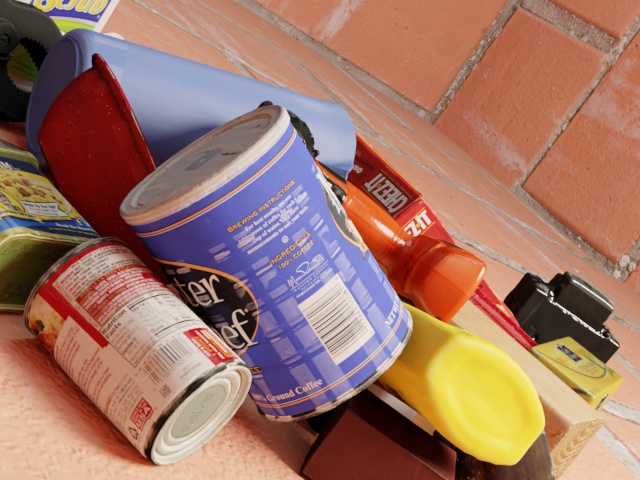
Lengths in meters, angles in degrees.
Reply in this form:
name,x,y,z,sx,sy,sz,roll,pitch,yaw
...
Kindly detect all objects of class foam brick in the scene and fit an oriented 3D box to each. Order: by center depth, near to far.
name,x,y,z,sx,sy,sz,roll,pitch,yaw
foam brick,0.035,0.132,0.634,0.078,0.051,0.053,36,13,2

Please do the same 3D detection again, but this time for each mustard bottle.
name,x,y,z,sx,sy,sz,roll,pitch,yaw
mustard bottle,0.052,0.072,0.674,0.096,0.058,0.192,43,-8,-27

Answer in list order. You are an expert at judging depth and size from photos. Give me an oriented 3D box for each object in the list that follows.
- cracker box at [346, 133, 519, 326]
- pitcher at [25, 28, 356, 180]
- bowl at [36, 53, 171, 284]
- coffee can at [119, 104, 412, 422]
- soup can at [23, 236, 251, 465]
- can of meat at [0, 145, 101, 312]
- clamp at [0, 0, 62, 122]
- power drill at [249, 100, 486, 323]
name,x,y,z,sx,sy,sz,roll,pitch,yaw
cracker box,0.089,0.006,1.056,0.213,0.072,0.164,50,-1,-38
pitcher,-0.107,-0.081,0.853,0.242,0.149,0.145,16,48,-34
bowl,-0.137,-0.033,0.675,0.162,0.055,0.162,158,-90,-77
coffee can,-0.028,0.012,0.581,0.140,0.103,0.103,58,6,-18
soup can,-0.092,0.055,0.541,0.102,0.068,0.068,41,14,23
can of meat,-0.175,-0.007,0.581,0.084,0.057,0.102,43,14,23
clamp,-0.249,-0.162,0.803,0.036,0.164,0.209,9,-14,35
power drill,0.020,-0.022,0.710,0.187,0.057,0.184,39,1,-10
